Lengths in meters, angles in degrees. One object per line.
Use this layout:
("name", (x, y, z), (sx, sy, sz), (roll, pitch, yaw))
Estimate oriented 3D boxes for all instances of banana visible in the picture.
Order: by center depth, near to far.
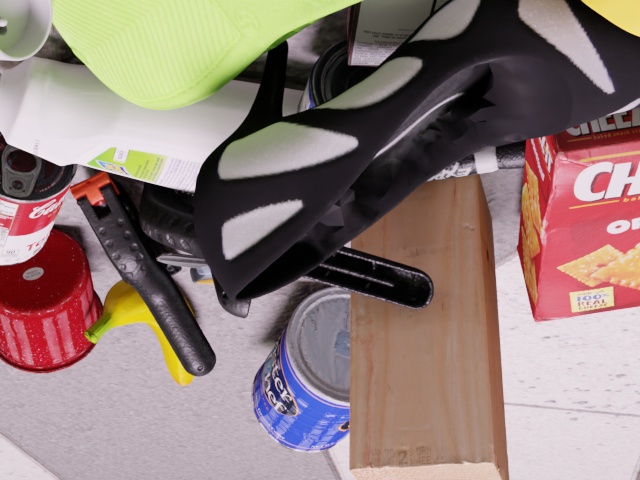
("banana", (-0.138, 0.071, 0.893), (0.037, 0.069, 0.197), (34, 174, 24))

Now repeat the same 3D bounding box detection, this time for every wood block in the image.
("wood block", (0.072, 0.063, 0.712), (0.090, 0.206, 0.090), (-6, 151, 14))

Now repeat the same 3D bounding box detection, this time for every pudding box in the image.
("pudding box", (0.062, -0.130, 0.533), (0.090, 0.039, 0.113), (3, 154, -3))

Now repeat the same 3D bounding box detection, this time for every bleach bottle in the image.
("bleach bottle", (-0.083, -0.065, 0.632), (0.250, 0.068, 0.103), (11, 161, -13))

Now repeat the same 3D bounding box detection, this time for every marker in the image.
("marker", (0.084, -0.050, 0.700), (0.121, 0.020, 0.020), (-7, 151, 16))

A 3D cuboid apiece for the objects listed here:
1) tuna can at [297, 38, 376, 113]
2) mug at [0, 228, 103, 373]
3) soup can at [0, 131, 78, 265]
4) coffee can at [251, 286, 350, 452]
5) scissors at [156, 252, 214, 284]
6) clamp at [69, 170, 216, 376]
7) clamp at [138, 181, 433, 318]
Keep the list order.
("tuna can", (0.032, -0.072, 0.593), (0.086, 0.086, 0.034), (8, 149, -11))
("mug", (-0.225, 0.036, 0.821), (0.117, 0.093, 0.081), (35, 150, 16))
("soup can", (-0.202, -0.033, 0.697), (0.068, 0.068, 0.102), (13, 150, -19))
("coffee can", (0.004, 0.114, 0.921), (0.102, 0.103, 0.140), (9, 151, -13))
("scissors", (-0.059, 0.014, 0.762), (0.096, 0.016, 0.202), (-9, 174, -4))
("clamp", (-0.122, 0.022, 0.755), (0.039, 0.120, 0.171), (-34, 145, -2))
("clamp", (-0.054, 0.001, 0.662), (0.210, 0.036, 0.164), (24, -165, 35))
